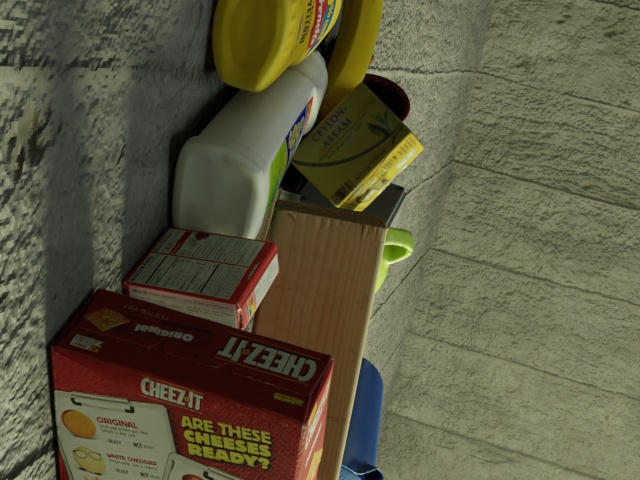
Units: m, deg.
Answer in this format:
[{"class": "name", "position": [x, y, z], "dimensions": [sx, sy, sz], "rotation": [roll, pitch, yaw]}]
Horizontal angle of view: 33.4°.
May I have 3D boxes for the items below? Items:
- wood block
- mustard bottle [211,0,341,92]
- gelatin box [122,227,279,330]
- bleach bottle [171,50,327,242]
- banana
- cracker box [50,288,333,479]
[{"class": "wood block", "position": [-0.011, 0.077, 0.867], "dimensions": [0.090, 0.091, 0.206], "rotation": [-94, -165, -83]}, {"class": "mustard bottle", "position": [-0.024, -0.182, 0.833], "dimensions": [0.191, 0.058, 0.096], "rotation": [-52, 157, -64]}, {"class": "gelatin box", "position": [-0.083, 0.027, 0.749], "dimensions": [0.073, 0.089, 0.030], "rotation": [-60, 152, -51]}, {"class": "bleach bottle", "position": [-0.042, -0.095, 0.859], "dimensions": [0.250, 0.068, 0.103], "rotation": [-64, 171, -50]}, {"class": "banana", "position": [0.027, -0.199, 1.001], "dimensions": [0.069, 0.037, 0.198], "rotation": [14, 83, -49]}, {"class": "cracker box", "position": [-0.086, 0.148, 0.710], "dimensions": [0.072, 0.164, 0.214], "rotation": [-63, 165, -51]}]
